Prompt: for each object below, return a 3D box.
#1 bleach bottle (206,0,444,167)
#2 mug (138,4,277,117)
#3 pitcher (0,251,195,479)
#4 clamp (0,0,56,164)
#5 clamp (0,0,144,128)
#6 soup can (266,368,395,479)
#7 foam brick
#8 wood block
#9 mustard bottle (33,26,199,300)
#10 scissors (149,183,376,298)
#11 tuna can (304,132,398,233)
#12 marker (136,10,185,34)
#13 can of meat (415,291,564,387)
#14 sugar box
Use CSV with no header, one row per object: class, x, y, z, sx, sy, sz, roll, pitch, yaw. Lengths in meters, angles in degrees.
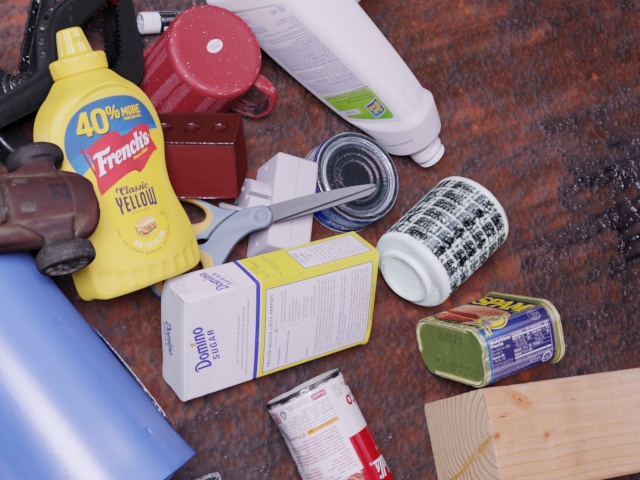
bleach bottle,0.020,-0.151,0.929,0.250,0.103,0.068,43,63,-32
mug,-0.090,-0.136,0.884,0.117,0.082,0.093,27,64,-17
pitcher,-0.202,0.092,0.734,0.144,0.149,0.243,-35,85,-22
clamp,-0.231,-0.124,0.834,0.120,0.039,0.171,-31,98,-32
clamp,-0.180,-0.110,0.826,0.164,0.036,0.210,38,57,-34
soup can,0.008,0.162,0.851,0.068,0.069,0.102,-24,86,-31
foam brick,-0.100,-0.068,0.848,0.078,0.051,0.053,0,32,3
wood block,0.208,0.169,0.938,0.205,0.091,0.090,-3,76,-28
mustard bottle,-0.155,-0.059,0.775,0.096,0.058,0.191,-21,99,-39
scissors,-0.056,0.001,0.851,0.201,0.016,0.096,0,81,0
tuna can,0.026,-0.052,0.945,0.086,0.034,0.086,8,71,-25
marker,-0.101,-0.192,0.932,0.120,0.020,0.020,-9,79,-29
can of meat,0.144,0.085,0.925,0.083,0.102,0.057,-16,101,-27
sugar box,-0.039,0.057,0.848,0.175,0.048,0.093,-12,122,-28
